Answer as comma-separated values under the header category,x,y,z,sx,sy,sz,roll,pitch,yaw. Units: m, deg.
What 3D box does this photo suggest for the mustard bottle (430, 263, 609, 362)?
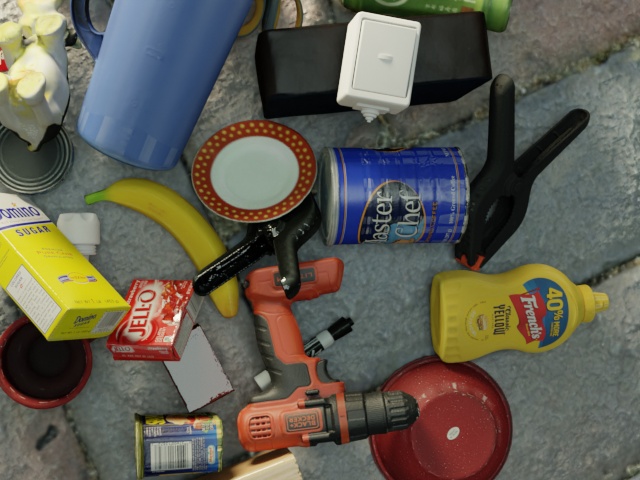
category,x,y,z,sx,sy,sz,roll,pitch,yaw
mustard bottle,0.216,0.074,1.143,0.191,0.058,0.096,-5,104,-9

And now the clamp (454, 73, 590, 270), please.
category,x,y,z,sx,sy,sz,roll,pitch,yaw
clamp,0.192,-0.070,1.123,0.164,0.036,0.210,21,100,-45

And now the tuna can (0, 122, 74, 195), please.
category,x,y,z,sx,sy,sz,roll,pitch,yaw
tuna can,-0.296,-0.089,1.092,0.086,0.034,0.086,0,87,-8

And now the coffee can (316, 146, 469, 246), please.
category,x,y,z,sx,sy,sz,roll,pitch,yaw
coffee can,0.073,-0.046,1.107,0.140,0.103,0.103,-1,88,-8

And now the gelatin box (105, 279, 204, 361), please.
category,x,y,z,sx,sy,sz,roll,pitch,yaw
gelatin box,-0.165,0.079,1.069,0.073,0.030,0.089,0,45,18

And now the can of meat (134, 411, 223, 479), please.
category,x,y,z,sx,sy,sz,roll,pitch,yaw
can of meat,-0.143,0.203,1.067,0.084,0.102,0.057,-1,88,-11

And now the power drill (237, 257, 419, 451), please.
category,x,y,z,sx,sy,sz,roll,pitch,yaw
power drill,-0.001,0.115,1.089,0.184,0.057,0.187,-7,76,-2

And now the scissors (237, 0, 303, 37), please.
category,x,y,z,sx,sy,sz,roll,pitch,yaw
scissors,-0.055,-0.290,1.095,0.096,0.016,0.202,-7,117,-15

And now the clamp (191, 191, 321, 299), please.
category,x,y,z,sx,sy,sz,roll,pitch,yaw
clamp,-0.057,0.001,1.086,0.120,0.171,0.039,-1,127,20

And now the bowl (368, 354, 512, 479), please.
category,x,y,z,sx,sy,sz,roll,pitch,yaw
bowl,0.134,0.203,1.129,0.162,0.055,0.162,0,87,-8

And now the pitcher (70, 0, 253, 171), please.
category,x,y,z,sx,sy,sz,roll,pitch,yaw
pitcher,-0.159,-0.200,1.044,0.144,0.149,0.243,7,113,-49

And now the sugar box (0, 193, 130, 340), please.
category,x,y,z,sx,sy,sz,roll,pitch,yaw
sugar box,-0.271,0.022,1.024,0.176,0.093,0.048,45,107,21

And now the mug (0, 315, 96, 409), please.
category,x,y,z,sx,sy,sz,roll,pitch,yaw
mug,-0.261,0.111,1.063,0.117,0.081,0.093,-32,92,-8

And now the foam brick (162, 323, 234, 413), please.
category,x,y,z,sx,sy,sz,roll,pitch,yaw
foam brick,-0.130,0.130,1.096,0.051,0.053,0.078,-28,93,-8

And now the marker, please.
category,x,y,z,sx,sy,sz,roll,pitch,yaw
marker,-0.016,0.119,1.130,0.121,0.020,0.020,-34,92,-8

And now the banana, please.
category,x,y,z,sx,sy,sz,roll,pitch,yaw
banana,-0.148,-0.004,1.108,0.198,0.037,0.069,40,86,-6
